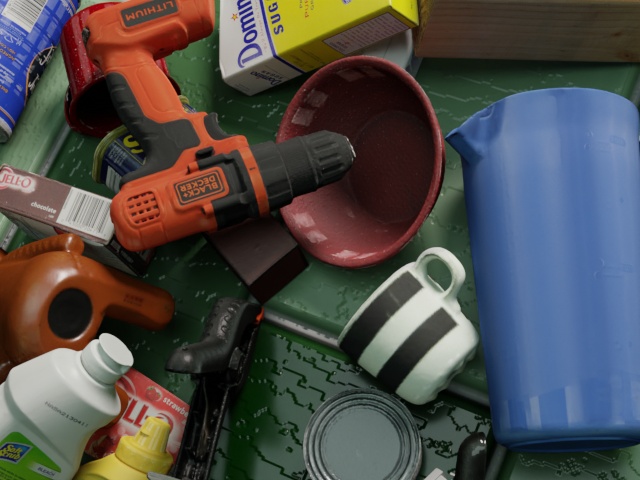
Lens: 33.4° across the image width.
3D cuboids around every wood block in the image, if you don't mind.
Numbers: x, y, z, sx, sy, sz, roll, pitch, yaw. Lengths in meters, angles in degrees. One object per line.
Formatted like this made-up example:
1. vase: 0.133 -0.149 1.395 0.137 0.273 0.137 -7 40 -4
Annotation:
1. wood block: 0.179 -0.200 0.828 0.206 0.090 0.091 1 69 -5

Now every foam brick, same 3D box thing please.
1. foam brick: -0.056 0.001 0.842 0.051 0.053 0.078 -40 68 -6

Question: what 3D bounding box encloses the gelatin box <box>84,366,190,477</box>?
1. gelatin box: -0.140 0.144 0.816 0.089 0.030 0.073 31 78 18

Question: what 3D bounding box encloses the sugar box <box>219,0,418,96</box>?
1. sugar box: -0.007 -0.190 0.865 0.177 0.048 0.093 -16 65 33

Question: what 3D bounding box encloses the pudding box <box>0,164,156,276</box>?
1. pudding box: -0.196 -0.015 0.852 0.113 0.090 0.039 20 76 15

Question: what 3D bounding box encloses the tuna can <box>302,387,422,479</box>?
1. tuna can: 0.032 0.153 0.782 0.086 0.033 0.086 -3 70 9

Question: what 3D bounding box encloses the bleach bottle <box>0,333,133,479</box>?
1. bleach bottle: -0.217 0.161 0.743 0.251 0.102 0.068 -44 38 14

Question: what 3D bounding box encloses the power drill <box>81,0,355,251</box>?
1. power drill: -0.086 -0.099 0.797 0.184 0.057 0.188 -19 72 -10

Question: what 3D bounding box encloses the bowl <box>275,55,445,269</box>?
1. bowl: 0.040 -0.058 0.823 0.162 0.055 0.162 -1 89 40

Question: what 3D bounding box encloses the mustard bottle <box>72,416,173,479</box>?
1. mustard bottle: -0.153 0.215 0.756 0.096 0.058 0.191 24 89 30

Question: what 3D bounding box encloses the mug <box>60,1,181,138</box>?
1. mug: -0.179 -0.138 0.902 0.117 0.093 0.081 -38 58 34

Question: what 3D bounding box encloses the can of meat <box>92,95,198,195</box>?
1. can of meat: -0.116 -0.058 0.856 0.084 0.057 0.101 40 50 17

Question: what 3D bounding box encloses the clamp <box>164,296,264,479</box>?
1. clamp: -0.076 0.087 0.767 0.039 0.120 0.171 10 38 5

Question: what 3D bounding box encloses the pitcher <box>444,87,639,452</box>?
1. pitcher: 0.179 0.025 0.762 0.149 0.145 0.243 -7 73 20

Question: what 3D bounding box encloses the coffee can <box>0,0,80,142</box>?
1. coffee can: -0.283 -0.170 0.915 0.103 0.103 0.140 20 75 16
